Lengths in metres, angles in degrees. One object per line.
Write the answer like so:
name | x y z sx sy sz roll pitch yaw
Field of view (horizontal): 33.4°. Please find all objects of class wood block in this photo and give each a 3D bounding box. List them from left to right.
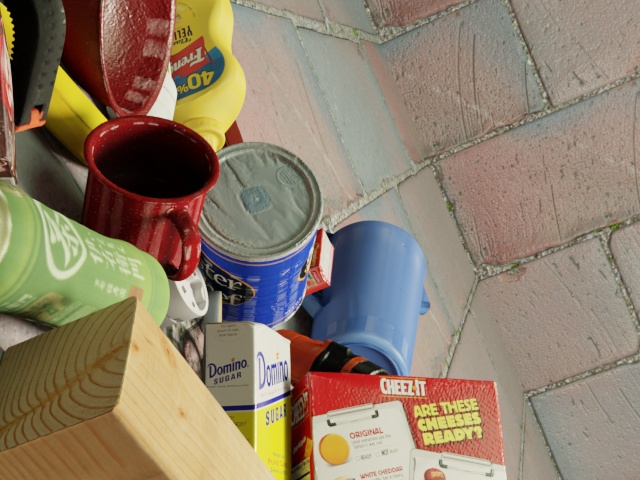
wood block | -0.096 0.146 0.627 0.090 0.091 0.206 -92 156 -53

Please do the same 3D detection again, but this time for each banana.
banana | -0.193 -0.104 0.766 0.070 0.037 0.197 42 -7 37

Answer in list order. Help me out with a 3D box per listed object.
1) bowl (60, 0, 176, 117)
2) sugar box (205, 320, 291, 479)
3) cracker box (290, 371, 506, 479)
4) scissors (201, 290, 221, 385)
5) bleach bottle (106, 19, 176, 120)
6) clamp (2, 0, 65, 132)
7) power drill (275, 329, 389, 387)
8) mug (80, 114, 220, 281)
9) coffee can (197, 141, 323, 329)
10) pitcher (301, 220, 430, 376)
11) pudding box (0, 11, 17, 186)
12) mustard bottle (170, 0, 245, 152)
bowl | -0.159 -0.172 0.804 0.162 0.055 0.162 8 90 -81
sugar box | -0.051 0.152 0.780 0.093 0.048 0.176 43 46 -70
cracker box | 0.061 0.216 0.820 0.072 0.164 0.213 129 -38 -59
scissors | -0.085 0.140 0.818 0.096 0.016 0.202 104 -13 -73
bleach bottle | -0.171 -0.190 0.921 0.102 0.068 0.251 43 30 -61
clamp | -0.197 -0.174 0.656 0.036 0.165 0.210 -29 107 -54
power drill | 0.044 0.167 1.011 0.057 0.185 0.187 -50 138 -22
mug | -0.117 -0.020 0.741 0.093 0.082 0.117 -17 52 -35
coffee can | -0.056 0.001 0.863 0.140 0.102 0.103 102 -24 -61
pitcher | 0.041 0.082 1.204 0.242 0.149 0.145 -77 157 -62
pudding box | -0.190 -0.080 0.591 0.114 0.039 0.090 166 -79 -73
mustard bottle | -0.118 -0.147 0.978 0.058 0.096 0.191 53 20 -56
